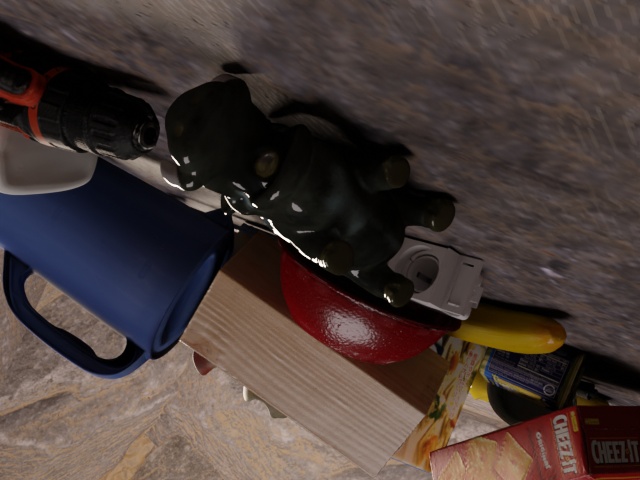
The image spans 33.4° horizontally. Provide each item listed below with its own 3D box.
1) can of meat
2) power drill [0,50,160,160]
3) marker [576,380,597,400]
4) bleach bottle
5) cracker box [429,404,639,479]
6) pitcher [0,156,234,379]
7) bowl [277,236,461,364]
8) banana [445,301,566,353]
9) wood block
[{"bbox_3d":[0.203,0.124,1.017,0.084,0.057,0.102,22,171,19],"label":"can of meat"},{"bbox_3d":[-0.206,-0.108,0.635,0.185,0.057,0.187,17,170,33],"label":"power drill"},{"bbox_3d":[0.249,0.150,1.183,0.121,0.020,0.020,17,170,33],"label":"marker"},{"bbox_3d":[-0.294,-0.100,0.851,0.251,0.068,0.102,19,-165,33],"label":"bleach bottle"},{"bbox_3d":[0.236,0.215,1.036,0.163,0.072,0.214,5,158,-32],"label":"cracker box"},{"bbox_3d":[-0.210,-0.003,0.937,0.243,0.145,0.149,31,-148,8],"label":"pitcher"},{"bbox_3d":[0.029,0.052,0.849,0.162,0.055,0.162,24,-167,-6],"label":"bowl"},{"bbox_3d":[0.133,0.069,0.905,0.198,0.037,0.069,13,176,44],"label":"banana"},{"bbox_3d":[-0.004,0.096,0.927,0.206,0.091,0.090,35,-148,4],"label":"wood block"}]
